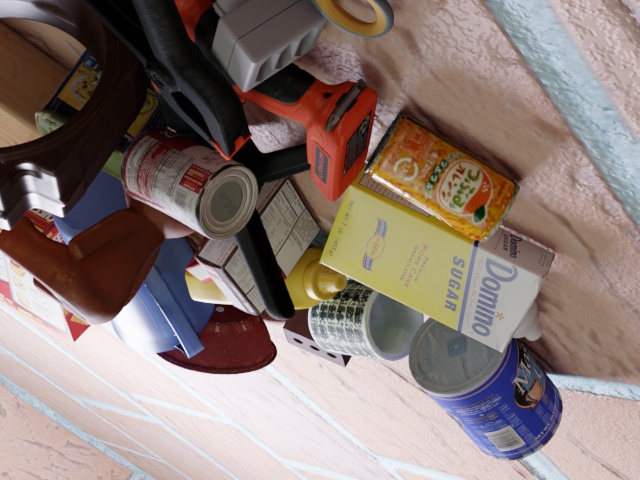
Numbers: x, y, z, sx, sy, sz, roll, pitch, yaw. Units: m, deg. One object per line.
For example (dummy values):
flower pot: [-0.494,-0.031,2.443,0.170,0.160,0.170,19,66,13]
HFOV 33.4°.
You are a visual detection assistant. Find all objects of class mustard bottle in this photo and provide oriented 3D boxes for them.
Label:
mustard bottle: [-0.046,0.036,1.092,0.192,0.096,0.058,4,112,46]

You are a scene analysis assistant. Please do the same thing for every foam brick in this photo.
foam brick: [0.005,0.104,1.232,0.078,0.051,0.053,22,157,18]

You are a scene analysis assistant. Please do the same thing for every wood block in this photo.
wood block: [-0.310,-0.138,1.007,0.206,0.090,0.091,36,135,-16]

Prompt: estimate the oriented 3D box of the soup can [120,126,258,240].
soup can: [-0.110,-0.048,0.895,0.102,0.068,0.068,27,161,36]

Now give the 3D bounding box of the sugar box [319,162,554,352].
sugar box: [0.095,0.015,0.895,0.176,0.048,0.093,27,130,9]

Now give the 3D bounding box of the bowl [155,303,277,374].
bowl: [-0.131,0.110,1.342,0.162,0.055,0.162,7,-161,-3]

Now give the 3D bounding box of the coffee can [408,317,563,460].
coffee can: [0.164,0.139,1.048,0.103,0.102,0.140,7,150,43]

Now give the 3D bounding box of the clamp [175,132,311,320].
clamp: [-0.063,-0.053,0.927,0.210,0.165,0.036,39,-161,32]

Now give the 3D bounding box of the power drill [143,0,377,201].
power drill: [-0.053,-0.106,0.821,0.188,0.057,0.184,30,157,10]

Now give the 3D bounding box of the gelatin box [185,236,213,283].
gelatin box: [-0.091,-0.004,1.063,0.030,0.089,0.073,37,157,-16]

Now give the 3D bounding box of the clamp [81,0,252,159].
clamp: [-0.110,-0.130,0.748,0.120,0.039,0.171,35,161,47]

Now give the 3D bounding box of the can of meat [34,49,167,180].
can of meat: [-0.187,-0.113,0.949,0.102,0.084,0.057,28,158,2]

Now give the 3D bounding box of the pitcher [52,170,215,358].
pitcher: [-0.206,0.024,1.211,0.149,0.145,0.243,6,149,16]

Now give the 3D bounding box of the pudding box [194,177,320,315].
pudding box: [-0.057,0.001,1.003,0.039,0.113,0.090,20,156,35]

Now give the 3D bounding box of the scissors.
scissors: [-0.029,-0.182,0.691,0.202,0.016,0.096,18,147,27]

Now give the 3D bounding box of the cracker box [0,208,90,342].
cracker box: [-0.390,0.020,1.431,0.164,0.072,0.214,25,143,23]
